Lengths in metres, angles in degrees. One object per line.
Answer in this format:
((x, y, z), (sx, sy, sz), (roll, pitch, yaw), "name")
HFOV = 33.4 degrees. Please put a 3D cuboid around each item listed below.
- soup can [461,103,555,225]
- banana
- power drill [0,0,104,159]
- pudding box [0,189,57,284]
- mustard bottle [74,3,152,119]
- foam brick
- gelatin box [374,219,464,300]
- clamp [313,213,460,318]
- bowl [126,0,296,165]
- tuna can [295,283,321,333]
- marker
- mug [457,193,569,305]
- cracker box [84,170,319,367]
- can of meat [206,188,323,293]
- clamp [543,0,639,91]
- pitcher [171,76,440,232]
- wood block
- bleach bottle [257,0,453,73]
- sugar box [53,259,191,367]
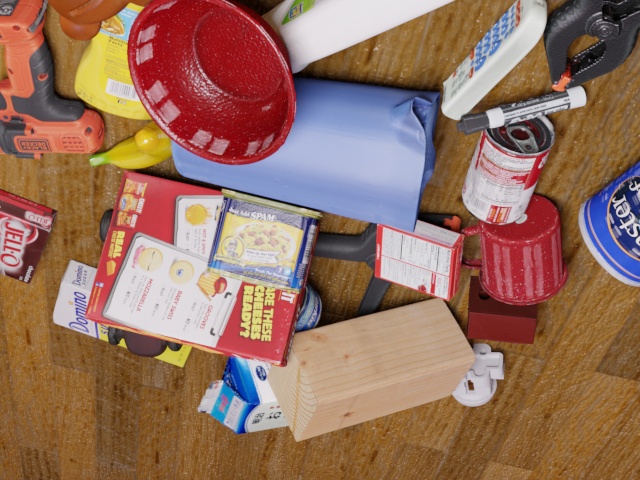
((0.179, -0.072, 1.028), (0.068, 0.068, 0.102), (12, 139, 1), "soup can")
((-0.175, -0.092, 1.067), (0.198, 0.069, 0.037), (-10, 105, 65), "banana")
((-0.321, -0.161, 1.062), (0.184, 0.057, 0.187), (1, 140, 7), "power drill")
((-0.368, -0.006, 1.255), (0.090, 0.039, 0.114), (22, 138, -12), "pudding box")
((-0.166, -0.198, 0.979), (0.096, 0.058, 0.192), (16, 139, -9), "mustard bottle")
((0.204, 0.078, 1.199), (0.078, 0.053, 0.051), (4, 138, 8), "foam brick")
((0.102, 0.016, 1.105), (0.089, 0.030, 0.073), (18, 134, 21), "gelatin box")
((0.058, 0.013, 1.175), (0.164, 0.036, 0.210), (38, 135, -25), "clamp")
((-0.083, -0.146, 0.910), (0.162, 0.055, 0.162), (16, 131, 19), "bowl")
((-0.044, 0.078, 1.209), (0.086, 0.086, 0.033), (-12, 141, 25), "tuna can")
((0.183, -0.118, 0.978), (0.121, 0.020, 0.020), (-15, 137, -4), "marker")
((0.194, 0.005, 1.095), (0.117, 0.093, 0.081), (0, 132, 16), "mug")
((-0.122, 0.031, 1.131), (0.214, 0.164, 0.072), (12, 171, 7), "cracker box")
((-0.057, 0.001, 1.062), (0.102, 0.084, 0.057), (14, 180, 6), "can of meat")
((0.251, -0.190, 0.902), (0.120, 0.039, 0.172), (18, 145, 1), "clamp")
((-0.011, -0.087, 1.019), (0.243, 0.145, 0.149), (11, 106, 7), "pitcher")
((0.058, 0.144, 1.204), (0.205, 0.090, 0.091), (-12, 147, -27), "wood block")
((0.025, -0.206, 0.909), (0.251, 0.102, 0.068), (-19, 124, 41), "bleach bottle")
((-0.240, 0.093, 1.329), (0.176, 0.048, 0.093), (18, 138, -8), "sugar box")
